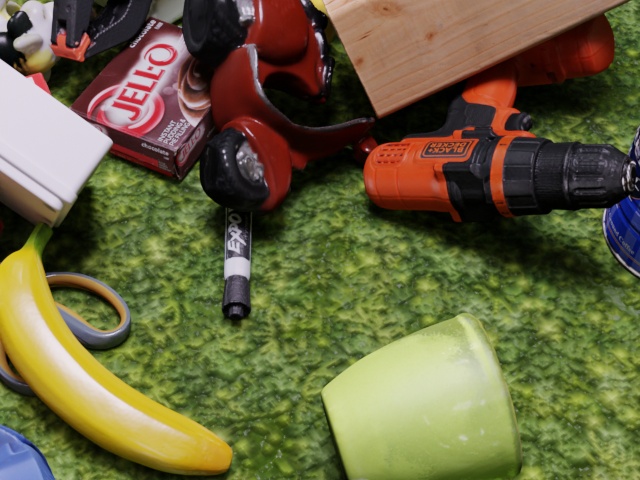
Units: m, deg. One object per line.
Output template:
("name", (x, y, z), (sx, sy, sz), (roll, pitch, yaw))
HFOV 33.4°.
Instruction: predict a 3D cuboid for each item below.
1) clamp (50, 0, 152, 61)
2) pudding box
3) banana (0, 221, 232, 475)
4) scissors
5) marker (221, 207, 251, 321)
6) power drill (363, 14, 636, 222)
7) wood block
("clamp", (-0.144, -0.209, 0.764), (0.039, 0.120, 0.171), (10, 59, 41))
("pudding box", (-0.113, -0.105, 0.776), (0.090, 0.039, 0.113), (22, 54, 15))
("banana", (-0.135, 0.072, 0.623), (0.069, 0.037, 0.198), (-36, 74, -19))
("scissors", (-0.219, 0.036, 0.678), (0.202, 0.016, 0.096), (18, 54, 11))
("marker", (-0.055, 0.001, 0.710), (0.020, 0.020, 0.121), (0, 52, -3))
("power drill", (0.140, -0.088, 0.728), (0.185, 0.057, 0.187), (4, 43, 33))
("wood block", (0.109, -0.180, 0.739), (0.206, 0.090, 0.091), (-25, 35, 7))
